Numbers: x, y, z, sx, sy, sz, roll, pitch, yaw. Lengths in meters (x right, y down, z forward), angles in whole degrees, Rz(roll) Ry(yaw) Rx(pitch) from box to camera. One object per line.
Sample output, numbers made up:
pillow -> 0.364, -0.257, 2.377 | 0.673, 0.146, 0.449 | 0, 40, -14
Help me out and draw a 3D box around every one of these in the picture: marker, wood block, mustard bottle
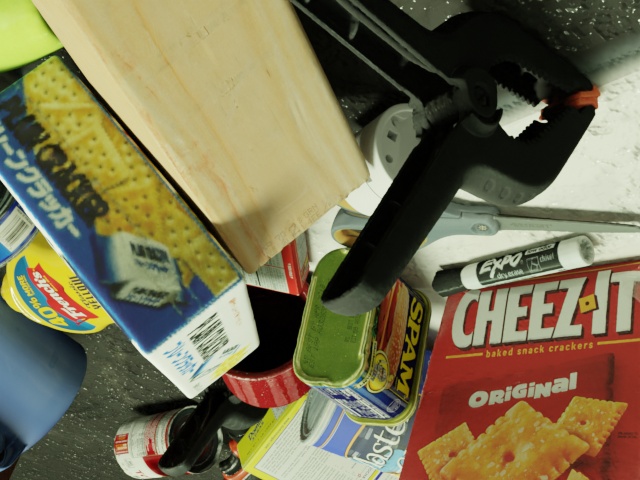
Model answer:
marker -> 0.121, 0.018, 0.693 | 0.121, 0.020, 0.020 | -17, 135, 44
wood block -> -0.062, -0.090, 0.516 | 0.091, 0.090, 0.206 | 44, 169, 40
mustard bottle -> -0.189, 0.028, 0.830 | 0.192, 0.058, 0.096 | -11, 124, 41

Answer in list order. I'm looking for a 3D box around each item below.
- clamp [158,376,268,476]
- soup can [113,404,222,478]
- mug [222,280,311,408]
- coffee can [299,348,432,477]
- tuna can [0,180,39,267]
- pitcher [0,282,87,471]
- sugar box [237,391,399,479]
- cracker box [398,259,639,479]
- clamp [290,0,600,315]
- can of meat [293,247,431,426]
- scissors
clamp -> -0.082, 0.109, 0.868 | 0.039, 0.120, 0.171 | 2, -170, 25
soup can -> -0.158, 0.208, 1.097 | 0.068, 0.068, 0.102 | 38, 144, -30
mug -> -0.050, 0.069, 0.810 | 0.117, 0.093, 0.081 | 40, 163, 24
coffee can -> 0.067, 0.131, 0.822 | 0.140, 0.102, 0.103 | 22, 149, -7
tuna can -> -0.236, -0.019, 0.755 | 0.086, 0.086, 0.033 | -3, 142, 31
pitcher -> -0.322, 0.076, 0.888 | 0.149, 0.145, 0.242 | 13, 150, 52
sugar box -> 0.023, 0.199, 0.967 | 0.176, 0.048, 0.093 | 32, 103, -25
cracker box -> 0.139, 0.120, 0.658 | 0.164, 0.213, 0.072 | -10, 138, 38
clamp -> 0.054, -0.069, 0.484 | 0.036, 0.209, 0.164 | -19, 89, 47
can of meat -> 0.029, 0.064, 0.722 | 0.058, 0.102, 0.083 | -1, 155, 30
scissors -> 0.085, -0.022, 0.649 | 0.202, 0.016, 0.096 | -6, 143, 35
